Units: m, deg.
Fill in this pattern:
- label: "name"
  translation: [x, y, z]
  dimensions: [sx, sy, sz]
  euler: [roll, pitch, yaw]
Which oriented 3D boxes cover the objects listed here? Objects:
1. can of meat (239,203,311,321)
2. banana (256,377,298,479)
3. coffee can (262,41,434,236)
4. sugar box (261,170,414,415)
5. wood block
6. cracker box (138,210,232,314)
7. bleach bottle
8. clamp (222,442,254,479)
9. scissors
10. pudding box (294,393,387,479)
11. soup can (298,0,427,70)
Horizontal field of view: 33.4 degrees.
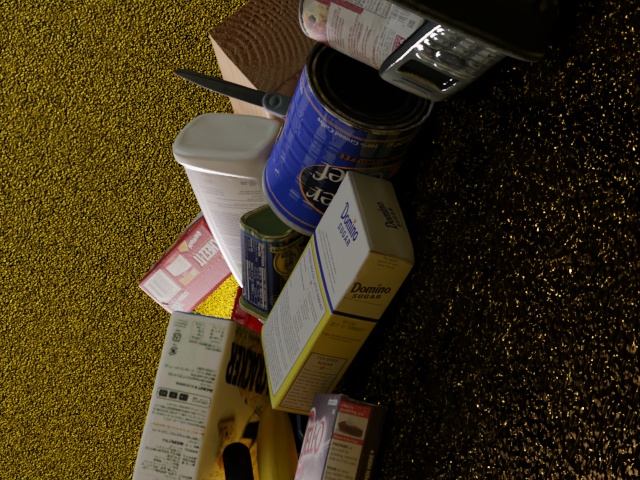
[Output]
- label: "can of meat"
  translation: [-0.023, 0.010, 0.923]
  dimensions: [0.058, 0.101, 0.084]
  euler: [26, 129, 38]
- label: "banana"
  translation: [-0.036, 0.206, 0.914]
  dimensions: [0.198, 0.037, 0.069]
  euler: [-103, -1, -54]
- label: "coffee can"
  translation: [0.019, -0.081, 0.847]
  dimensions: [0.140, 0.102, 0.102]
  euler: [116, 164, -52]
- label: "sugar box"
  translation: [0.010, 0.044, 0.819]
  dimensions: [0.176, 0.048, 0.093]
  euler: [-58, 29, 34]
- label: "wood block"
  translation: [-0.039, -0.161, 1.090]
  dimensions: [0.090, 0.090, 0.206]
  euler: [-38, -15, -8]
- label: "cracker box"
  translation: [-0.103, -0.024, 1.262]
  dimensions: [0.164, 0.072, 0.213]
  euler: [-41, 10, 44]
- label: "bleach bottle"
  translation: [-0.057, 0.001, 1.010]
  dimensions: [0.068, 0.103, 0.251]
  euler: [-58, -34, -41]
- label: "clamp"
  translation: [-0.057, 0.278, 0.895]
  dimensions: [0.210, 0.036, 0.164]
  euler: [-123, 26, -74]
- label: "scissors"
  translation: [-0.025, -0.136, 0.967]
  dimensions: [0.096, 0.202, 0.016]
  euler: [-54, -9, -9]
- label: "pudding box"
  translation: [0.010, 0.156, 0.759]
  dimensions: [0.114, 0.039, 0.090]
  euler: [147, 136, -76]
- label: "soup can"
  translation: [0.044, -0.157, 0.757]
  dimensions: [0.068, 0.102, 0.068]
  euler: [-38, -35, -33]
